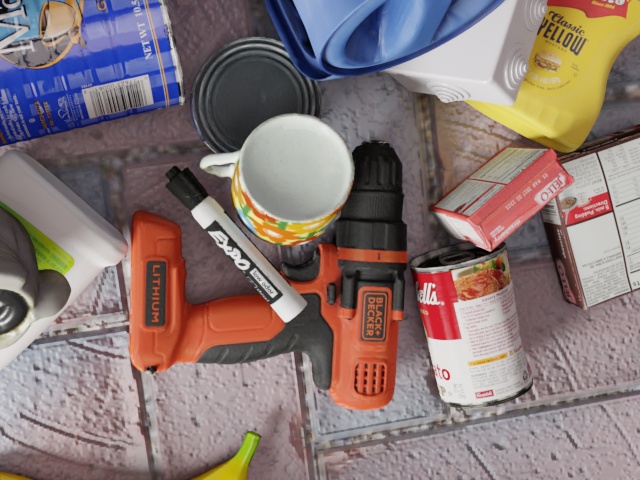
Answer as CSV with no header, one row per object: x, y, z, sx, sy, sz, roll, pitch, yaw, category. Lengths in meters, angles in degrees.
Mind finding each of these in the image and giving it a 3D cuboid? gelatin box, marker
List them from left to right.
-0.054,0.001,0.673,0.020,0.020,0.121,-41,96,-4,marker
0.121,-0.030,0.722,0.073,0.089,0.030,-39,102,-5,gelatin box

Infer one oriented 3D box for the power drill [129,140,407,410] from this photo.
-0.033,0.021,0.715,0.187,0.057,0.184,2,90,-10,power drill

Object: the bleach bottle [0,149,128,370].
-0.242,0.065,0.678,0.102,0.068,0.251,41,90,-7,bleach bottle

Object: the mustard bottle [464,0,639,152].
0.178,-0.164,0.732,0.096,0.058,0.191,29,89,7,mustard bottle

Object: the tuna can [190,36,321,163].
-0.044,-0.092,0.712,0.086,0.034,0.086,-1,97,-11,tuna can

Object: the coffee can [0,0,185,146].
-0.163,-0.117,0.651,0.140,0.103,0.103,-15,99,-9,coffee can

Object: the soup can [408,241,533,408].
0.106,0.057,0.741,0.068,0.068,0.102,-15,100,-9,soup can

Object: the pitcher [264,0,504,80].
0.005,-0.224,0.638,0.149,0.145,0.243,-27,78,5,pitcher
